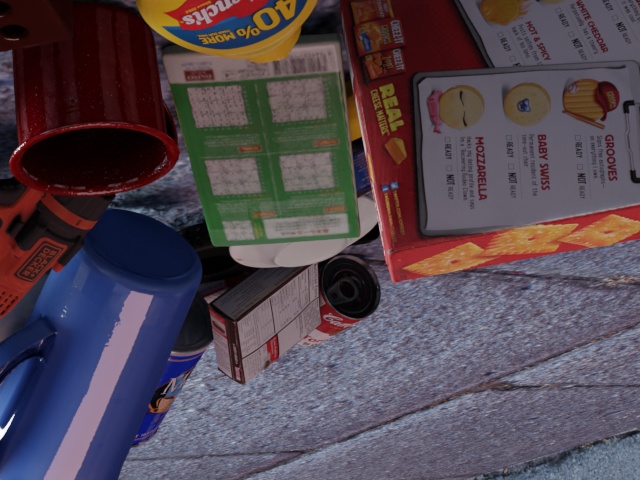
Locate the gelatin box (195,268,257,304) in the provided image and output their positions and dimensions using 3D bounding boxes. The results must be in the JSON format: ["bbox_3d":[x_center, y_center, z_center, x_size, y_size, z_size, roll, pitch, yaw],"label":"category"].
[{"bbox_3d":[-0.098,0.051,1.061,0.089,0.030,0.073,-25,154,35],"label":"gelatin box"}]

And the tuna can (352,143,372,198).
[{"bbox_3d":[0.025,-0.049,0.790,0.086,0.034,0.086,-26,-178,1],"label":"tuna can"}]

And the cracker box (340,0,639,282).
[{"bbox_3d":[0.129,-0.077,0.616,0.213,0.164,0.072,-11,162,3],"label":"cracker box"}]

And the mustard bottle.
[{"bbox_3d":[-0.050,-0.138,0.521,0.096,0.058,0.191,-19,159,11],"label":"mustard bottle"}]

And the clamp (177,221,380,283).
[{"bbox_3d":[-0.056,0.001,0.932,0.210,0.036,0.164,-22,157,22],"label":"clamp"}]

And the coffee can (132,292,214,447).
[{"bbox_3d":[-0.174,0.114,1.018,0.102,0.103,0.140,6,131,-37],"label":"coffee can"}]

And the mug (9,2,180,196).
[{"bbox_3d":[-0.124,-0.078,0.614,0.093,0.081,0.117,-22,157,31],"label":"mug"}]

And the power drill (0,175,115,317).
[{"bbox_3d":[-0.217,-0.038,0.664,0.184,0.057,0.187,-47,140,13],"label":"power drill"}]

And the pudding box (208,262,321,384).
[{"bbox_3d":[-0.049,0.068,0.995,0.113,0.039,0.090,-38,142,-33],"label":"pudding box"}]

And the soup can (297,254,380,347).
[{"bbox_3d":[0.006,0.063,1.088,0.068,0.068,0.102,2,158,-31],"label":"soup can"}]

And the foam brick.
[{"bbox_3d":[-0.154,-0.130,0.501,0.053,0.051,0.078,-11,161,4],"label":"foam brick"}]

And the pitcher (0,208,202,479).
[{"bbox_3d":[-0.196,0.099,0.869,0.145,0.149,0.243,24,116,-9],"label":"pitcher"}]
